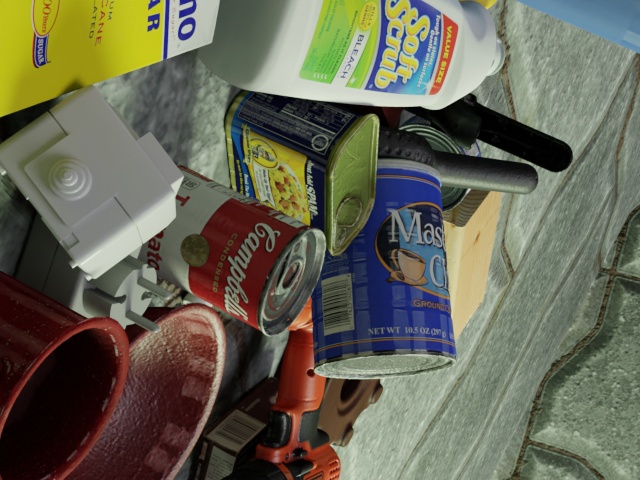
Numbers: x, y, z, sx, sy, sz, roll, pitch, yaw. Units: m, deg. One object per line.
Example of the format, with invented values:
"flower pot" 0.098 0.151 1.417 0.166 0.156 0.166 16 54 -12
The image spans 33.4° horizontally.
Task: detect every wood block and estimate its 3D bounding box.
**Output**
"wood block" 0.117 0.008 1.076 0.090 0.090 0.206 -50 155 -32

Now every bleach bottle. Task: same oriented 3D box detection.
"bleach bottle" 0.041 -0.135 0.665 0.250 0.068 0.103 -4 120 -49

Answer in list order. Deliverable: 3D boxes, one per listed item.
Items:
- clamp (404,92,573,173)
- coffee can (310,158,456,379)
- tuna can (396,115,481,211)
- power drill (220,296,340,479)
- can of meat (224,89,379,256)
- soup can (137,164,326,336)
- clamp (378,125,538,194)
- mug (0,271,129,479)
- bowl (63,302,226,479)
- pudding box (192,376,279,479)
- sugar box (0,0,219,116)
"clamp" 0.114 -0.097 0.835 0.120 0.172 0.039 19 106 -33
"coffee can" 0.042 0.023 0.776 0.102 0.103 0.140 43 41 -69
"tuna can" 0.098 -0.070 0.945 0.033 0.086 0.086 -44 151 -47
"power drill" -0.032 0.125 0.824 0.184 0.057 0.188 -2 99 -67
"can of meat" -0.012 -0.050 0.700 0.057 0.084 0.102 -51 155 -33
"soup can" -0.057 0.004 0.627 0.068 0.102 0.068 -50 155 -34
"clamp" 0.066 -0.058 0.824 0.209 0.165 0.036 19 69 -61
"mug" -0.153 0.057 0.486 0.093 0.082 0.117 -61 160 -8
"bowl" -0.125 0.100 0.641 0.162 0.055 0.162 -50 155 -34
"pudding box" -0.064 0.179 0.904 0.113 0.039 0.090 -32 142 -55
"sugar box" -0.102 -0.116 0.460 0.175 0.048 0.093 -34 144 -52
